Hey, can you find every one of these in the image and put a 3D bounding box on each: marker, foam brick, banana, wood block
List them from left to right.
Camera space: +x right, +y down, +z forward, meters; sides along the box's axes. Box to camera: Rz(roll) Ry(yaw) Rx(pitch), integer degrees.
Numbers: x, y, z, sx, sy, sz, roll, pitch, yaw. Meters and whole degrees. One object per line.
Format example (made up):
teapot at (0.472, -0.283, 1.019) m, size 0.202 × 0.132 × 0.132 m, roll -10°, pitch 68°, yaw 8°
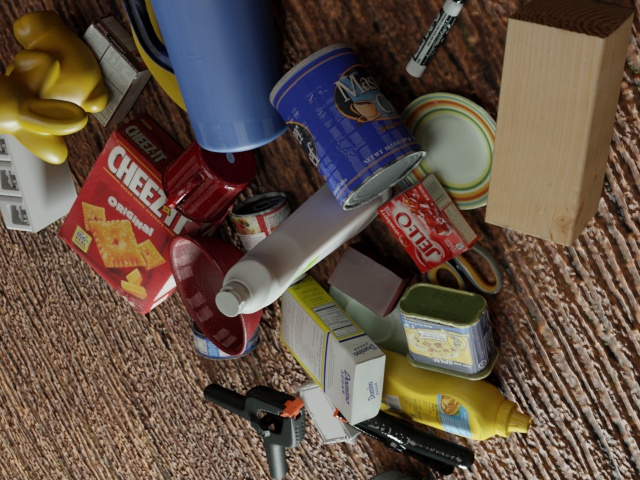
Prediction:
banana at (-0.170, -0.208, 1.244) m, size 0.070 × 0.037 × 0.198 m, roll -20°, pitch 104°, yaw 40°
foam brick at (0.058, 0.043, 1.213) m, size 0.078 × 0.051 × 0.053 m, roll 33°, pitch 104°, yaw 15°
marker at (0.119, -0.213, 1.054) m, size 0.020 × 0.020 × 0.121 m, roll 39°, pitch 131°, yaw 10°
wood block at (0.221, -0.113, 0.995) m, size 0.091 × 0.090 × 0.206 m, roll 18°, pitch 125°, yaw 26°

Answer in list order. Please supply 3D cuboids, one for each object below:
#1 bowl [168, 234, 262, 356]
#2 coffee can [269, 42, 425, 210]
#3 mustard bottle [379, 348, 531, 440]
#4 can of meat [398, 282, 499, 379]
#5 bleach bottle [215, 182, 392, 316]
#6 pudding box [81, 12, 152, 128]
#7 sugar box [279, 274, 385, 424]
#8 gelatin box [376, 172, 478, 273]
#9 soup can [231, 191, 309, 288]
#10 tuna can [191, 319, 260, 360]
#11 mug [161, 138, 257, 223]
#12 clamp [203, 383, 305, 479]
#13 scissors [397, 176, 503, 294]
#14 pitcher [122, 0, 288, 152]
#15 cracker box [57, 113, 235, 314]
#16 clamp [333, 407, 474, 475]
bowl at (-0.116, 0.055, 1.275) m, size 0.162 × 0.055 × 0.162 m, roll 40°, pitch 146°, yaw 35°
coffee can at (0.027, -0.117, 1.099) m, size 0.140 × 0.102 × 0.103 m, roll 56°, pitch 133°, yaw 10°
mustard bottle at (0.150, 0.186, 1.234) m, size 0.192 × 0.058 × 0.096 m, roll 14°, pitch 142°, yaw 27°
can of meat at (0.140, 0.099, 1.181) m, size 0.102 × 0.057 × 0.084 m, roll 10°, pitch 136°, yaw 30°
bleach bottle at (-0.023, 0.003, 1.121) m, size 0.068 × 0.250 × 0.103 m, roll 44°, pitch 132°, yaw 5°
pudding box at (-0.261, -0.206, 1.307) m, size 0.090 × 0.039 × 0.114 m, roll 47°, pitch 134°, yaw 4°
sugar box at (0.012, 0.125, 1.256) m, size 0.176 × 0.048 × 0.093 m, roll 43°, pitch 140°, yaw 44°
gelatin box at (0.114, -0.017, 1.139) m, size 0.073 × 0.030 × 0.089 m, roll -32°, pitch 95°, yaw 45°
soup can at (-0.058, 0.002, 1.268) m, size 0.069 × 0.068 × 0.102 m, roll -2°, pitch 115°, yaw 35°
tuna can at (-0.121, 0.117, 1.365) m, size 0.086 × 0.086 × 0.034 m, roll 10°, pitch 119°, yaw 30°
mug at (-0.134, -0.074, 1.239) m, size 0.093 × 0.117 × 0.082 m, roll 53°, pitch 136°, yaw 2°
clamp at (-0.066, 0.246, 1.406) m, size 0.164 × 0.036 × 0.210 m, roll 53°, pitch 150°, yaw -7°
scissors at (0.115, -0.007, 1.178) m, size 0.202 × 0.016 × 0.096 m, roll 43°, pitch 132°, yaw 6°
pitcher at (-0.117, -0.222, 1.142) m, size 0.149 × 0.144 × 0.243 m, roll -138°, pitch 31°, yaw -59°
cracker box at (-0.228, -0.028, 1.364) m, size 0.164 × 0.072 × 0.214 m, roll 43°, pitch 131°, yaw 5°
clamp at (0.101, 0.231, 1.256) m, size 0.171 × 0.039 × 0.120 m, roll 26°, pitch 157°, yaw -6°
